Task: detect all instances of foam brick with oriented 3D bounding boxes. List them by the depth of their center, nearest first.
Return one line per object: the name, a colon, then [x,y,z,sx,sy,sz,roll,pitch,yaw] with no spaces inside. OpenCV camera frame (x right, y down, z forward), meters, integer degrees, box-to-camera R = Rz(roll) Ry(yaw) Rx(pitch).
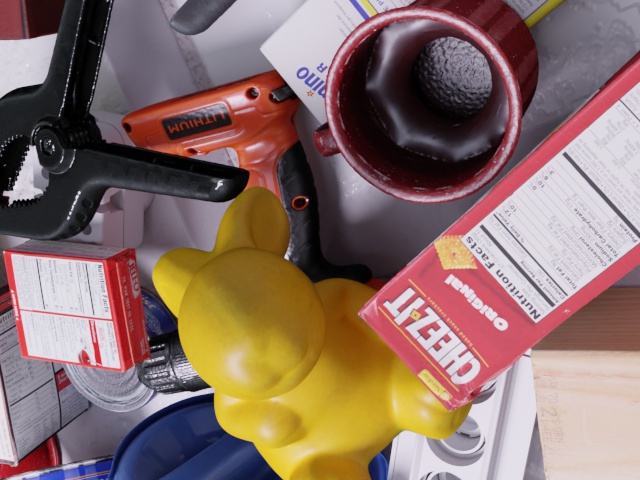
foam brick: [-0.178,-0.153,0.657,0.051,0.078,0.053,4,107,25]

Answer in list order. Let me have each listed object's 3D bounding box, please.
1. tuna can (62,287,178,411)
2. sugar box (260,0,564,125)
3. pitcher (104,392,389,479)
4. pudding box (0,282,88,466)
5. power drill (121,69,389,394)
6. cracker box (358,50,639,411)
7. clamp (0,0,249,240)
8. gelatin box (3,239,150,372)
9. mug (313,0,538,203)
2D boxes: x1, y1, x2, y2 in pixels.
tuna can: [-0.139,0.075,0.743,0.086,0.033,0.086,9,111,23]
sugar box: [0.059,-0.127,0.570,0.176,0.048,0.093,-38,91,34]
pitcher: [-0.042,0.226,0.690,0.149,0.144,0.243,9,123,22]
pudding box: [-0.208,0.087,0.748,0.039,0.089,0.113,3,109,24]
power drill: [-0.054,0.001,0.655,0.185,0.057,0.187,-14,104,18]
cracker box: [0.137,-0.029,0.498,0.072,0.164,0.214,48,120,5]
clamp: [-0.138,-0.052,0.620,0.210,0.036,0.164,-39,79,34]
gelatin box: [-0.151,0.039,0.666,0.089,0.030,0.073,4,109,29]
mug: [0.050,-0.071,0.522,0.117,0.081,0.093,-24,102,30]
